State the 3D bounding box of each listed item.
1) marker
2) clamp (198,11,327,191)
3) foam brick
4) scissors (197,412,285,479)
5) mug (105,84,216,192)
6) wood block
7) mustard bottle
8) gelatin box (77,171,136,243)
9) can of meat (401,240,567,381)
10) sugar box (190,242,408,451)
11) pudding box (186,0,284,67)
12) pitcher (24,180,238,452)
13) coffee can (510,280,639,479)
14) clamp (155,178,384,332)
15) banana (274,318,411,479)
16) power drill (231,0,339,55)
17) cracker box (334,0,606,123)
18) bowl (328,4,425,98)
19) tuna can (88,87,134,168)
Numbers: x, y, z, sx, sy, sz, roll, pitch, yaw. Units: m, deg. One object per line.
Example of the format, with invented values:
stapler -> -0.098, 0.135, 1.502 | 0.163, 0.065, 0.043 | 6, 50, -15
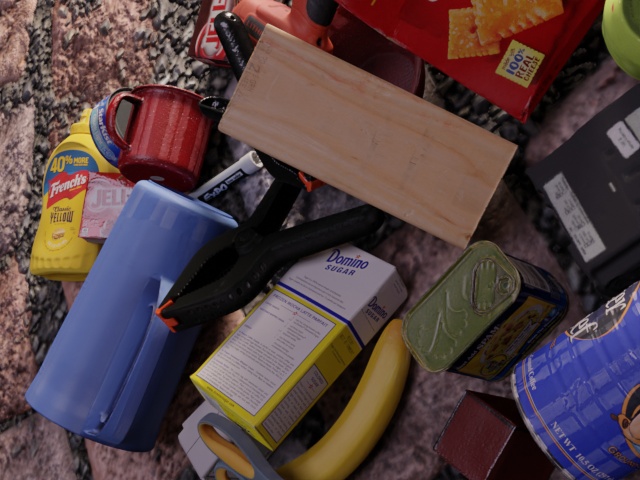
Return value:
marker -> -0.107, -0.054, 1.070 | 0.121, 0.020, 0.020 | -30, 60, 31
clamp -> -0.048, -0.115, 0.921 | 0.172, 0.039, 0.120 | 42, 149, 27
foam brick -> 0.130, 0.146, 0.767 | 0.053, 0.078, 0.051 | 34, 101, 44
scissors -> -0.028, 0.213, 0.851 | 0.202, 0.016, 0.096 | 37, 142, 27
mug -> -0.163, -0.103, 1.060 | 0.093, 0.117, 0.081 | -7, 64, 43
wood block -> 0.036, -0.080, 0.830 | 0.206, 0.091, 0.090 | 26, 97, 1
mustard bottle -> -0.265, -0.053, 1.181 | 0.096, 0.058, 0.191 | -3, 75, 31
gelatin box -> -0.204, -0.033, 1.116 | 0.089, 0.030, 0.073 | 5, 78, 11
can of meat -> 0.125, 0.056, 0.793 | 0.102, 0.083, 0.057 | -49, 51, 19
sugar box -> -0.017, 0.080, 0.887 | 0.176, 0.048, 0.093 | -45, 45, -18
pudding box -> -0.083, -0.232, 1.088 | 0.090, 0.039, 0.113 | 16, 88, 43
pitcher -> -0.170, 0.072, 1.015 | 0.149, 0.144, 0.243 | 25, 92, 26
coffee can -> 0.211, 0.086, 0.697 | 0.140, 0.102, 0.103 | -40, 55, 26
clamp -> -0.056, 0.001, 0.936 | 0.210, 0.036, 0.165 | -35, 33, 3
banana -> 0.017, 0.153, 0.882 | 0.198, 0.037, 0.070 | -47, 63, 14
power drill -> -0.019, -0.255, 0.910 | 0.185, 0.057, 0.188 | 44, 126, 36
cracker box -> 0.109, -0.214, 0.801 | 0.164, 0.213, 0.072 | -56, 15, 13
bowl -> 0.037, -0.133, 0.944 | 0.162, 0.055, 0.162 | -13, 69, 38
tuna can -> -0.201, -0.116, 1.126 | 0.034, 0.086, 0.086 | -26, 62, 35
